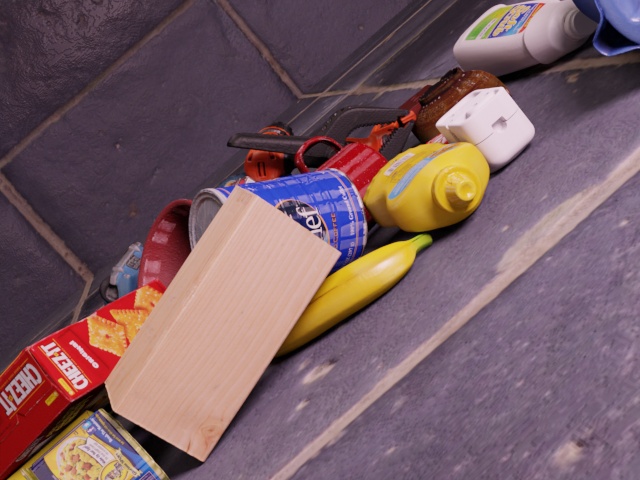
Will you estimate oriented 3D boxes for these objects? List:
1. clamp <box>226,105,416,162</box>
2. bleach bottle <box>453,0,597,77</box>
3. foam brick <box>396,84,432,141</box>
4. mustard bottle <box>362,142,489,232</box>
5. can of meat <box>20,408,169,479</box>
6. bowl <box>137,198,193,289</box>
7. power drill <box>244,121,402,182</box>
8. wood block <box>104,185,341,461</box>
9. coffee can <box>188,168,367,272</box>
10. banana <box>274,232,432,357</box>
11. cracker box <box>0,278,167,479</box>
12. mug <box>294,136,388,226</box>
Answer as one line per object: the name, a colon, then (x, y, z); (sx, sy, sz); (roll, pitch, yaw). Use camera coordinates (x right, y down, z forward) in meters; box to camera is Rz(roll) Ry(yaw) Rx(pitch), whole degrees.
clamp: (0.019, -0.081, 1.216); (0.210, 0.164, 0.036); (-24, 8, -4)
bleach bottle: (0.244, -0.238, 1.219); (0.102, 0.068, 0.251); (-43, 13, -10)
foam brick: (0.131, -0.152, 1.282); (0.053, 0.051, 0.078); (-40, 11, 1)
mustard bottle: (0.100, -0.048, 0.953); (0.096, 0.058, 0.192); (-38, 9, -6)
can of meat: (-0.179, 0.196, 0.864); (0.084, 0.057, 0.102); (-41, 49, -17)
bowl: (-0.141, 0.038, 1.179); (0.162, 0.055, 0.162); (-19, 66, 51)
power drill: (0.006, -0.115, 1.316); (0.188, 0.057, 0.184); (-5, 20, 7)
wood block: (-0.084, 0.066, 0.901); (0.206, 0.090, 0.090); (-57, 18, -2)
coffee can: (-0.041, -0.009, 1.022); (0.140, 0.103, 0.103); (-12, -5, -31)
banana: (0.011, 0.056, 0.927); (0.198, 0.037, 0.069); (-33, -17, 20)
cracker box: (-0.239, 0.136, 1.035); (0.164, 0.072, 0.213); (-45, -7, 28)
mug: (0.022, -0.059, 1.134); (0.081, 0.117, 0.093); (-41, 2, -27)
